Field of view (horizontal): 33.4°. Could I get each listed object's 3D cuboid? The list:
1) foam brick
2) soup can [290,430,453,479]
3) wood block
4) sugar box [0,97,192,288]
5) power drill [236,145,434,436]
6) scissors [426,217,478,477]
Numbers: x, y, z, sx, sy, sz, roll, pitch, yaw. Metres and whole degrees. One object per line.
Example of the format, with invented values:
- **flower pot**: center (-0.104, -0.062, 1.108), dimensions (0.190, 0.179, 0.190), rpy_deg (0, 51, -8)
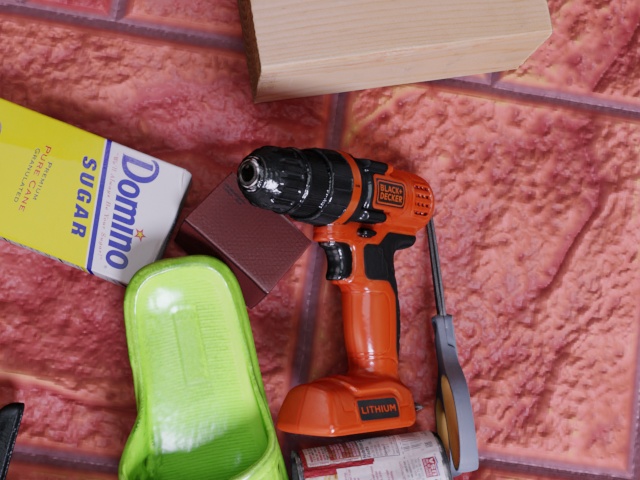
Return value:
- **foam brick**: center (-0.055, 0.001, 0.753), dimensions (0.078, 0.051, 0.053), rpy_deg (42, 66, 1)
- **soup can**: center (0.035, 0.171, 0.732), dimensions (0.102, 0.068, 0.068), rpy_deg (-7, 82, -8)
- **wood block**: center (0.048, -0.166, 0.774), dimensions (0.206, 0.090, 0.091), rpy_deg (-9, 83, -8)
- **sugar box**: center (-0.188, -0.036, 0.751), dimensions (0.176, 0.048, 0.093), rpy_deg (20, 81, -1)
- **power drill**: center (0.012, 0.033, 0.714), dimensions (0.184, 0.057, 0.187), rpy_deg (6, 85, -49)
- **scissors**: center (0.088, 0.081, 0.769), dimensions (0.016, 0.096, 0.202), rpy_deg (-3, 51, -4)
